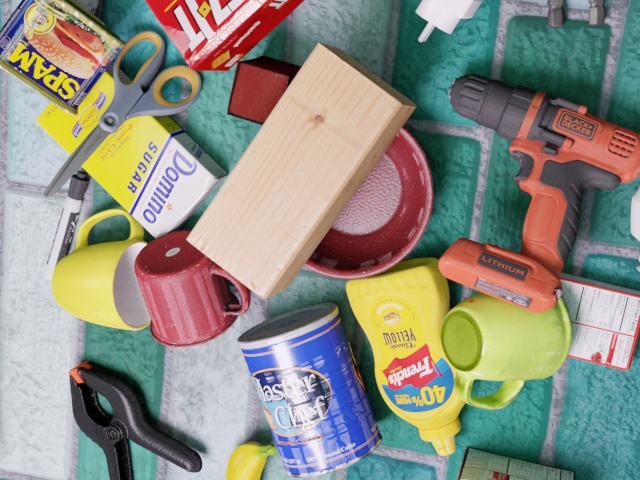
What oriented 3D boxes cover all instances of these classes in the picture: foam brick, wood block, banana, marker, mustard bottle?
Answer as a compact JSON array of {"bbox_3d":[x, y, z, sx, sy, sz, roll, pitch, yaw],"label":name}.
[{"bbox_3d":[-0.048,-0.140,1.001,0.051,0.078,0.053,17,107,10],"label":"foam brick"},{"bbox_3d":[-0.016,-0.061,0.941,0.091,0.090,0.206,37,103,7],"label":"wood block"},{"bbox_3d":[-0.076,0.284,1.108,0.037,0.070,0.198,-6,113,-22],"label":"banana"},{"bbox_3d":[-0.265,-0.015,1.112,0.020,0.020,0.121,23,106,8],"label":"marker"},{"bbox_3d":[0.095,0.116,1.027,0.096,0.058,0.191,-13,100,31],"label":"mustard bottle"}]

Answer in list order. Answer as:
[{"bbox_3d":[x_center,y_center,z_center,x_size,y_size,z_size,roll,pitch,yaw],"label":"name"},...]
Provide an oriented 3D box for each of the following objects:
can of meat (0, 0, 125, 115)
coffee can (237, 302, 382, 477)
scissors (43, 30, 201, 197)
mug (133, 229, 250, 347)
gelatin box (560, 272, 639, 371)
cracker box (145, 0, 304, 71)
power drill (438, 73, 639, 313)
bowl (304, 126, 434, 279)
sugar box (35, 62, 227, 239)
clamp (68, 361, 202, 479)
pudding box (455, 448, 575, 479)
[{"bbox_3d":[-0.245,-0.180,0.993,0.102,0.057,0.084,35,99,-26],"label":"can of meat"},{"bbox_3d":[-0.010,0.144,1.038,0.103,0.102,0.140,-17,97,17],"label":"coffee can"},{"bbox_3d":[-0.179,-0.110,1.013,0.096,0.016,0.201,22,66,-10],"label":"scissors"},{"bbox_3d":[-0.122,0.045,1.034,0.117,0.093,0.081,6,129,27],"label":"mug"},{"bbox_3d":[0.252,0.075,0.995,0.089,0.030,0.073,13,103,12],"label":"gelatin box"},{"bbox_3d":[-0.104,-0.285,0.957,0.164,0.072,0.214,-37,81,29],"label":"cracker box"},{"bbox_3d":[0.173,-0.045,0.937,0.184,0.057,0.187,23,77,12],"label":"power drill"},{"bbox_3d":[0.029,-0.047,1.008,0.162,0.055,0.162,1,96,12],"label":"bowl"},{"bbox_3d":[-0.188,-0.092,1.063,0.176,0.048,0.093,44,108,3],"label":"sugar box"},{"bbox_3d":[-0.202,0.200,1.132,0.120,0.039,0.171,-26,94,16],"label":"clamp"},{"bbox_3d":[0.185,0.241,1.016,0.113,0.090,0.039,12,103,12],"label":"pudding box"}]
